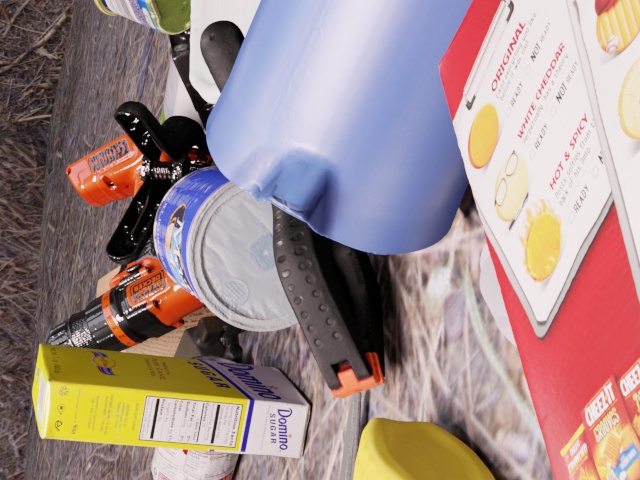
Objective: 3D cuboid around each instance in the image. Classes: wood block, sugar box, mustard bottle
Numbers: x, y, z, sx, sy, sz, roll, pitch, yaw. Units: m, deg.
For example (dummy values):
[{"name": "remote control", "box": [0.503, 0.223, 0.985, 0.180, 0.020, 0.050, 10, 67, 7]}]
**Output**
[{"name": "wood block", "box": [-0.168, 0.075, 1.065, 0.206, 0.090, 0.091, 160, 115, -69]}, {"name": "sugar box", "box": [-0.104, 0.109, 0.733, 0.093, 0.176, 0.048, -149, 66, -69]}, {"name": "mustard bottle", "box": [0.030, 0.187, 0.496, 0.096, 0.058, 0.192, -133, 52, -68]}]

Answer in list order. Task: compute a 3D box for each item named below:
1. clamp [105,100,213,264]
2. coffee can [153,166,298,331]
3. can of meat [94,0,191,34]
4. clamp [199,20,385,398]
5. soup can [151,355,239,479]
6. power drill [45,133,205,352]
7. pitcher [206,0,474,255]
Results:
[{"name": "clamp", "box": [-0.125, -0.046, 0.839, 0.171, 0.039, 0.120, -14, -61, -74]}, {"name": "coffee can", "box": [-0.055, 0.001, 0.746, 0.140, 0.102, 0.103, -162, 80, -71]}, {"name": "can of meat", "box": [-0.112, -0.204, 0.800, 0.084, 0.102, 0.057, 29, 152, 40]}, {"name": "clamp", "box": [0.001, -0.012, 0.621, 0.036, 0.164, 0.210, -23, 73, 21]}, {"name": "soup can", "box": [-0.094, 0.153, 0.854, 0.068, 0.068, 0.102, -111, 33, -55]}, {"name": "power drill", "box": [-0.171, 0.005, 0.936, 0.057, 0.184, 0.188, 44, -156, -56]}, {"name": "pitcher", "box": [0.049, -0.128, 0.481, 0.149, 0.144, 0.243, 61, 138, 41]}]
